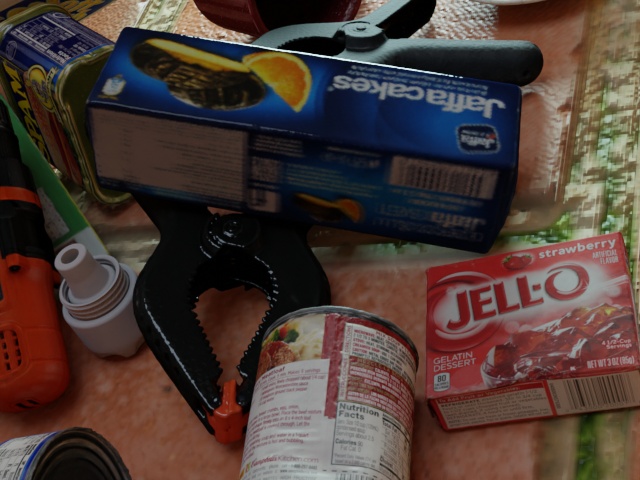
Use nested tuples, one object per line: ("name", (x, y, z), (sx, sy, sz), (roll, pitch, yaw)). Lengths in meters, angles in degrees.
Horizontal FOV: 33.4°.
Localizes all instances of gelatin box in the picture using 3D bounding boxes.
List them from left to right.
("gelatin box", (0.089, 0.038, 0.454), (0.089, 0.030, 0.073), (-11, 45, 18))

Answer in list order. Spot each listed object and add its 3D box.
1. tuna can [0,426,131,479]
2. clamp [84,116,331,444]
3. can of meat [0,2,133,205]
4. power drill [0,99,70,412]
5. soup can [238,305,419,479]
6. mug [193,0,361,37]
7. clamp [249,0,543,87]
("tuna can", (-0.109, 0.121, 0.435), (0.034, 0.086, 0.086), (-12, 44, 19))
("clamp", (-0.054, 0.001, 0.536), (0.164, 0.036, 0.210), (5, 51, 2))
("can of meat", (-0.143, -0.080, 0.637), (0.057, 0.102, 0.084), (-33, 43, -25))
("power drill", (-0.232, 0.023, 0.571), (0.188, 0.057, 0.184), (-21, 69, 11))
("soup can", (0.003, 0.086, 0.423), (0.069, 0.068, 0.102), (-10, 46, 19))
("mug", (-0.023, -0.172, 0.685), (0.117, 0.093, 0.082), (-16, 27, -36))
("clamp", (0.032, -0.097, 0.581), (0.171, 0.039, 0.120), (-25, 35, -27))
